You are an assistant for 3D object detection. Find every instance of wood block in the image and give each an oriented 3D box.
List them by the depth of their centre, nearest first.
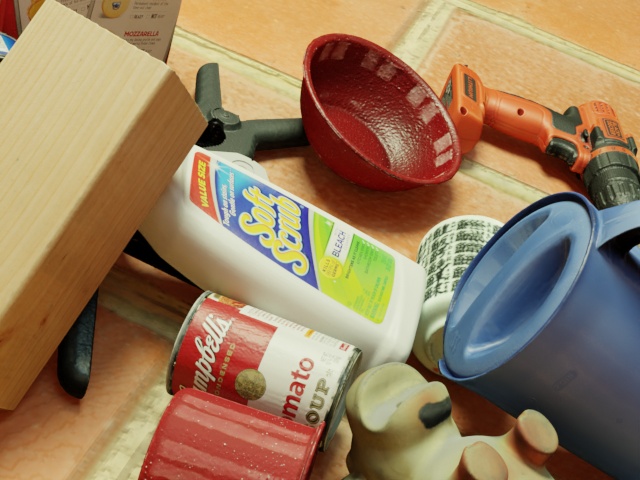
[{"bbox_3d":[-0.163,-0.017,0.603,0.091,0.090,0.206,30,81,14],"label":"wood block"}]

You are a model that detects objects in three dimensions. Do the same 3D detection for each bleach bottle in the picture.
[{"bbox_3d":[-0.055,0.001,0.692,0.250,0.068,0.102,30,43,-10],"label":"bleach bottle"}]

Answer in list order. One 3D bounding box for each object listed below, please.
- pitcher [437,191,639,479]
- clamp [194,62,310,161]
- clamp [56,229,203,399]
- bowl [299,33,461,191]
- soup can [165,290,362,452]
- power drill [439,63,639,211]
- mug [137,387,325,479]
[{"bbox_3d":[0.206,0.083,0.646,0.242,0.145,0.149,35,-7,-15],"label":"pitcher"},{"bbox_3d":[-0.071,-0.086,0.868,0.120,0.039,0.171,20,37,5],"label":"clamp"},{"bbox_3d":[-0.151,-0.002,0.697,0.210,0.036,0.164,48,44,9],"label":"clamp"},{"bbox_3d":[0.039,-0.096,0.893,0.162,0.055,0.162,24,41,-24],"label":"bowl"},{"bbox_3d":[-0.033,0.079,0.646,0.102,0.068,0.068,20,37,9],"label":"soup can"},{"bbox_3d":[0.201,-0.088,0.978,0.187,0.057,0.184,17,33,-8],"label":"power drill"},{"bbox_3d":[-0.048,0.127,0.582,0.081,0.093,0.117,18,9,5],"label":"mug"}]
